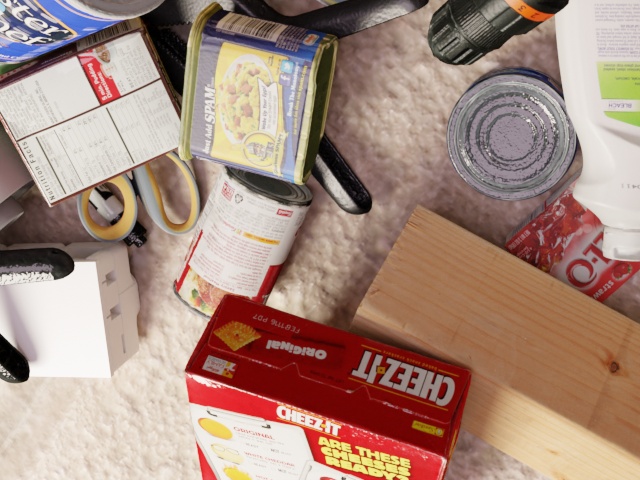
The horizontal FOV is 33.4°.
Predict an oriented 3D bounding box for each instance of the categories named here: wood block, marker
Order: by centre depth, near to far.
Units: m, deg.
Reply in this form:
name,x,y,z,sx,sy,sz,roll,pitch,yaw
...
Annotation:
name,x,y,z,sx,sy,sz,roll,pitch,yaw
wood block,0.126,0.076,0.694,0.206,0.090,0.090,29,153,6
marker,-0.173,-0.042,0.797,0.020,0.020,0.121,-41,91,21

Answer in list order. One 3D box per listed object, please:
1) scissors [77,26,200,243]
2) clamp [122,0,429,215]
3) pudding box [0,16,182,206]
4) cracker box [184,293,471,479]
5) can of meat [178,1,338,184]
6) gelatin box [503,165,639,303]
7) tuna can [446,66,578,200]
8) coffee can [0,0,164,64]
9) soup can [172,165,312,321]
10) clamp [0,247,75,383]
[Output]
name,x,y,z,sx,sy,sz,roll,pitch,yaw
scissors,-0.156,-0.083,0.754,0.096,0.016,0.201,-30,109,-2
clamp,-0.033,-0.127,0.721,0.210,0.036,0.165,27,121,9
pudding box,-0.154,-0.087,0.721,0.113,0.039,0.090,-23,115,-1
cracker box,0.004,0.137,0.715,0.164,0.072,0.214,16,145,10
can of meat,-0.040,-0.092,0.685,0.084,0.057,0.102,15,120,9
gelatin box,0.179,-0.003,0.707,0.073,0.030,0.089,45,111,0
tuna can,0.126,-0.070,0.702,0.086,0.033,0.086,4,105,14
coffee can,-0.163,-0.170,0.640,0.141,0.102,0.103,-5,105,48
soup can,-0.055,0.001,0.751,0.068,0.068,0.102,27,109,7
clamp,-0.255,0.024,0.731,0.171,0.039,0.120,28,113,-19
